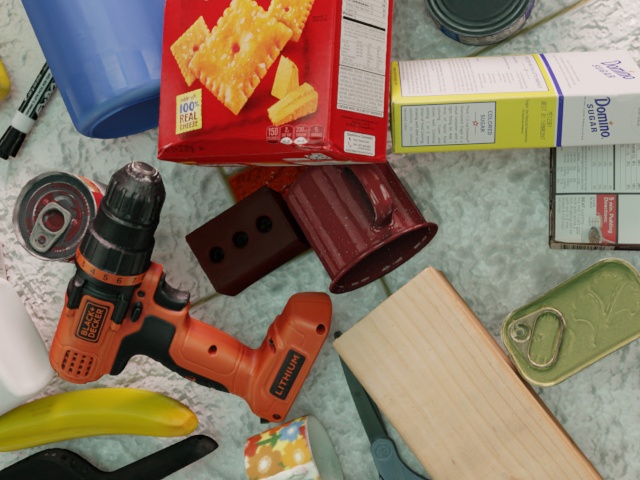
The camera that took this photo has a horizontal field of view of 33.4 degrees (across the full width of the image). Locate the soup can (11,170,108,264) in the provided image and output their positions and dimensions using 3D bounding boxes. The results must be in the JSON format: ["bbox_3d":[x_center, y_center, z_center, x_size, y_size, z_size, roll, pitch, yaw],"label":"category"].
[{"bbox_3d":[-0.186,-0.014,0.833,0.068,0.102,0.068,-1,85,12],"label":"soup can"}]

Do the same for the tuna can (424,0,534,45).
[{"bbox_3d":[0.121,-0.193,0.813,0.086,0.033,0.086,-1,85,13],"label":"tuna can"}]

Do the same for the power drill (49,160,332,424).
[{"bbox_3d":[-0.090,0.046,0.777,0.187,0.057,0.185,20,119,-9],"label":"power drill"}]

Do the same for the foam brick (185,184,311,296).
[{"bbox_3d":[-0.055,0.001,0.829,0.078,0.051,0.053,-33,79,8],"label":"foam brick"}]

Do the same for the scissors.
[{"bbox_3d":[0.068,0.164,0.806,0.096,0.016,0.202,-7,84,10],"label":"scissors"}]

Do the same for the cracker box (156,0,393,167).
[{"bbox_3d":[-0.034,-0.160,0.743,0.164,0.071,0.214,2,90,39],"label":"cracker box"}]

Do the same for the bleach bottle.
[{"bbox_3d":[-0.336,0.124,0.859,0.251,0.068,0.102,-26,94,23],"label":"bleach bottle"}]

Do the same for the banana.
[{"bbox_3d":[-0.184,0.145,0.840,0.198,0.069,0.037,-11,119,11],"label":"banana"}]

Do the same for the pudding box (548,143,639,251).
[{"bbox_3d":[0.223,-0.038,0.776,0.113,0.039,0.090,1,85,11],"label":"pudding box"}]

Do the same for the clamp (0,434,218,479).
[{"bbox_3d":[-0.177,0.209,0.844,0.210,0.036,0.164,16,97,15],"label":"clamp"}]

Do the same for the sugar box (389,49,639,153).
[{"bbox_3d":[0.137,-0.099,0.758,0.176,0.093,0.048,0,118,3],"label":"sugar box"}]

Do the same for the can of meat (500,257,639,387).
[{"bbox_3d":[0.181,0.058,0.754,0.102,0.084,0.057,-32,80,8],"label":"can of meat"}]

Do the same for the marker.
[{"bbox_3d":[-0.237,-0.121,0.896,0.020,0.020,0.121,32,93,13],"label":"marker"}]

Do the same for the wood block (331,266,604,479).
[{"bbox_3d":[0.111,0.127,0.761,0.090,0.090,0.206,-39,78,7],"label":"wood block"}]

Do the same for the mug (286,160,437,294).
[{"bbox_3d":[0.028,-0.023,0.782,0.093,0.117,0.081,-28,74,-12],"label":"mug"}]

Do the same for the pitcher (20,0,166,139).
[{"bbox_3d":[-0.169,-0.213,0.834,0.144,0.149,0.243,-18,84,-28],"label":"pitcher"}]
